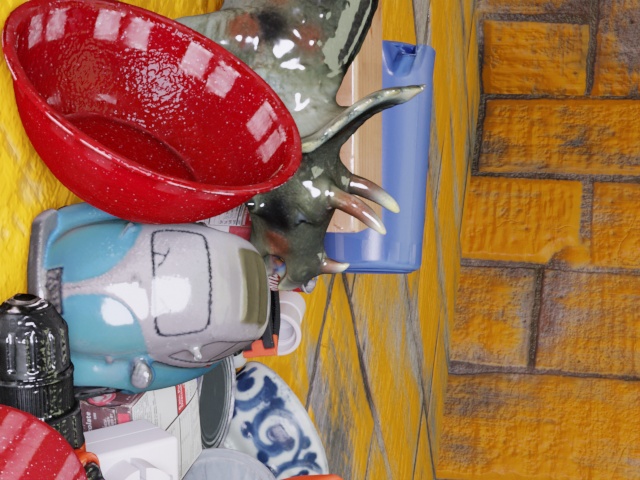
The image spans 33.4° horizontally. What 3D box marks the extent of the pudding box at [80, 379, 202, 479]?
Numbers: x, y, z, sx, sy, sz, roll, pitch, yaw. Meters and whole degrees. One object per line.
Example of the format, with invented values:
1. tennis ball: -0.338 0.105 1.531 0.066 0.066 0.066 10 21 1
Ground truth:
1. pudding box: -0.112 0.120 0.682 0.113 0.039 0.090 -48 139 -67

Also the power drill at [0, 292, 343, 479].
1. power drill: -0.081 0.124 0.489 0.057 0.188 0.184 -23 118 -56

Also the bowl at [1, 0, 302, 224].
1. bowl: -0.092 -0.059 0.550 0.055 0.162 0.162 -58 -177 31

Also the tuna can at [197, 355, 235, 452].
1. tuna can: -0.091 0.114 0.783 0.086 0.034 0.086 3 90 -77

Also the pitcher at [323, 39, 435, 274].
1. pitcher: 0.051 -0.087 1.144 0.149 0.145 0.243 11 79 -69
